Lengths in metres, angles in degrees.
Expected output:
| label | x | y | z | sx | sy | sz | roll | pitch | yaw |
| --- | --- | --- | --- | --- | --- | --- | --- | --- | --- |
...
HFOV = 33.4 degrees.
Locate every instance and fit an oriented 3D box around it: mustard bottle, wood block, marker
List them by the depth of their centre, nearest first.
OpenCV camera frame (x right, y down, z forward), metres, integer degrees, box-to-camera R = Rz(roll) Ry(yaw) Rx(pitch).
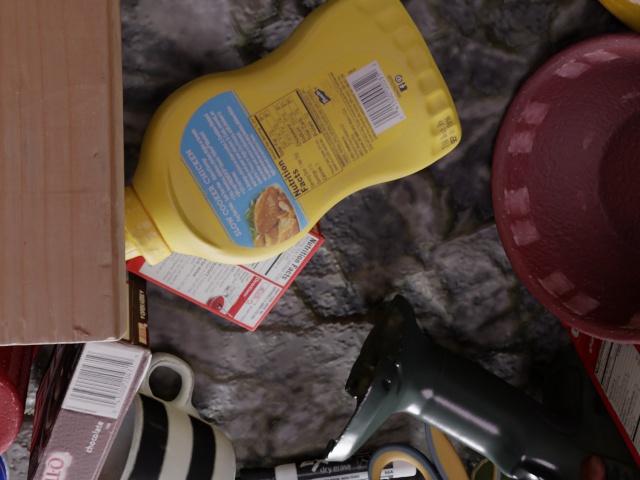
| label | x | y | z | sx | sy | sz | roll | pitch | yaw |
| --- | --- | --- | --- | --- | --- | --- | --- | --- | --- |
| wood block | -0.131 | -0.060 | 0.459 | 0.090 | 0.090 | 0.206 | -1 | 89 | -8 |
| mustard bottle | -0.030 | -0.043 | 0.535 | 0.191 | 0.058 | 0.096 | -32 | 110 | -6 |
| marker | 0.002 | 0.153 | 0.705 | 0.121 | 0.020 | 0.020 | -6 | 121 | -6 |

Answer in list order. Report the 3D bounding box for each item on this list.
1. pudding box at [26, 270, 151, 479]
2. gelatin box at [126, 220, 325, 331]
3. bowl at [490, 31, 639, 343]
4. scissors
| label | x | y | z | sx | sy | sz | roll | pitch | yaw |
| --- | --- | --- | --- | --- | --- | --- | --- | --- | --- |
| pudding box | -0.130 | 0.075 | 0.595 | 0.039 | 0.090 | 0.114 | 18 | 115 | -21 |
| gelatin box | -0.054 | 0.001 | 0.599 | 0.089 | 0.030 | 0.073 | 28 | 111 | -22 |
| bowl | 0.170 | -0.029 | 0.568 | 0.055 | 0.162 | 0.162 | -9 | 127 | -42 |
| scissors | 0.094 | 0.199 | 0.676 | 0.096 | 0.016 | 0.202 | -18 | 80 | 5 |
